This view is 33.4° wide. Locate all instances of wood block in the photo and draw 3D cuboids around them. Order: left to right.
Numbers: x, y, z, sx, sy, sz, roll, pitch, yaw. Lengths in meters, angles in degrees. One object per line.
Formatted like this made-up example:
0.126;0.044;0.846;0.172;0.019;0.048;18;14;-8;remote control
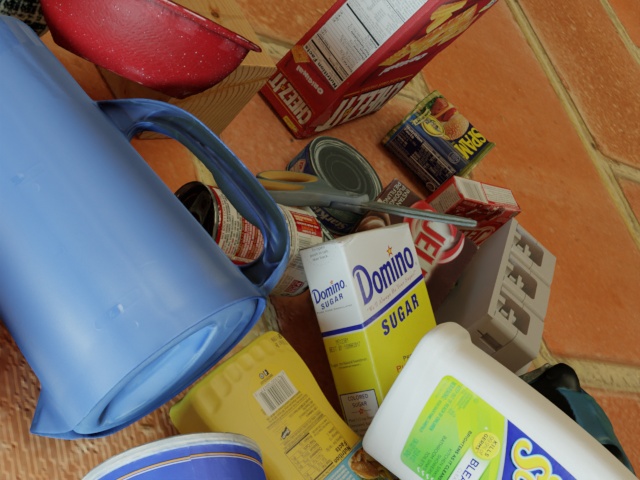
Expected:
-0.137;-0.190;0.853;0.090;0.090;0.206;-8;61;-52;wood block

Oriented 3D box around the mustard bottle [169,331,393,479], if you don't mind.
-0.003;0.154;0.675;0.191;0.058;0.096;50;39;5;mustard bottle

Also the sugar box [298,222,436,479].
0.048;0.080;0.765;0.093;0.048;0.176;-14;90;-53;sugar box

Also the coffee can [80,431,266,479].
-0.063;0.183;0.543;0.102;0.103;0.140;12;48;-40;coffee can

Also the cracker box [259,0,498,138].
0.068;-0.190;0.962;0.072;0.214;0.163;54;35;7;cracker box

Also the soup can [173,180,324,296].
-0.055;0.001;0.767;0.102;0.069;0.068;14;46;-40;soup can

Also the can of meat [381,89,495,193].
0.117;-0.096;1.062;0.084;0.058;0.102;45;33;2;can of meat

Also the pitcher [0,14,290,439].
-0.144;-0.019;0.631;0.243;0.145;0.149;52;35;12;pitcher

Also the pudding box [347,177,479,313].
0.059;0.021;0.849;0.090;0.039;0.113;39;69;-3;pudding box

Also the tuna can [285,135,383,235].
0.014;-0.048;0.921;0.086;0.034;0.086;28;38;-25;tuna can

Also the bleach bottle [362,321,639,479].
0.151;0.158;0.640;0.251;0.103;0.068;34;15;21;bleach bottle

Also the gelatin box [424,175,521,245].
0.131;-0.022;0.986;0.089;0.073;0.030;9;50;-43;gelatin box

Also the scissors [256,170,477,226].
0.022;-0.034;0.835;0.202;0.016;0.096;7;15;8;scissors

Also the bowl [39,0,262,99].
-0.122;-0.136;0.702;0.162;0.055;0.162;24;6;-3;bowl
